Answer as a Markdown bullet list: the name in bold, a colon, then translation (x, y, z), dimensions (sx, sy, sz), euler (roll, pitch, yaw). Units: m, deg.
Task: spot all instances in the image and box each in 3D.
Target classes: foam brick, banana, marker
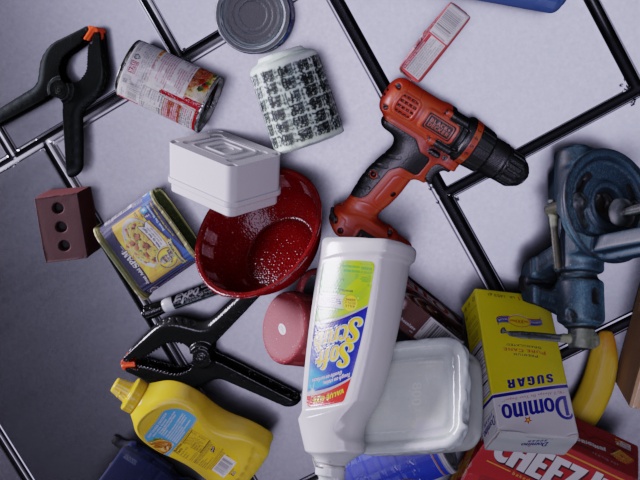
- **foam brick**: translation (-0.291, -0.020, 1.231), dimensions (0.053, 0.051, 0.078), euler (-7, 100, 7)
- **banana**: translation (0.283, 0.193, 1.213), dimensions (0.069, 0.037, 0.198), euler (39, 103, -4)
- **marker**: translation (-0.154, 0.067, 1.249), dimensions (0.121, 0.020, 0.020), euler (-20, 99, 11)

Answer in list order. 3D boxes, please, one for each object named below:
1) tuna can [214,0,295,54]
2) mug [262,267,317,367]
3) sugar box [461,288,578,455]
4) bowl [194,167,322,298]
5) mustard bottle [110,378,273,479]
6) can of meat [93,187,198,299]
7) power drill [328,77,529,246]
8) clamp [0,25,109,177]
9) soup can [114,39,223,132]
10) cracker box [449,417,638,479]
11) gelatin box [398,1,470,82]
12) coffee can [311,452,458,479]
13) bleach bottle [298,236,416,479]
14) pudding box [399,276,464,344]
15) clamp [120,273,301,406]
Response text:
- **tuna can**: translation (-0.072, -0.247, 1.167), dimensions (0.086, 0.033, 0.086), euler (1, 102, 6)
- **mug**: translation (-0.008, 0.088, 1.186), dimensions (0.081, 0.093, 0.117), euler (10, 91, -38)
- **sugar box**: translation (0.211, 0.138, 1.137), dimensions (0.093, 0.176, 0.048), euler (6, 140, -14)
- **bowl**: translation (-0.058, 0.001, 1.181), dimensions (0.162, 0.162, 0.055), euler (-32, 140, 12)
- **mustard bottle**: translation (-0.157, 0.216, 1.243), dimensions (0.191, 0.058, 0.096), euler (32, 126, -9)
- **can of meat**: translation (-0.194, 0.002, 1.222), dimensions (0.084, 0.057, 0.102), euler (-34, 96, 10)
- **power drill**: translation (0.111, -0.060, 1.170), dimensions (0.184, 0.057, 0.188), euler (31, 103, -9)
- **clamp**: translation (-0.301, -0.169, 1.209), dimensions (0.120, 0.039, 0.171), euler (22, 97, -3)
- **soup can**: translation (-0.167, -0.170, 1.177), dimensions (0.102, 0.068, 0.068), euler (25, 103, 1)
- **cracker box**: translation (0.231, 0.291, 1.197), dimensions (0.164, 0.072, 0.214), euler (24, 120, 2)
- **gelatin box**: translation (0.121, -0.210, 1.132), dimensions (0.030, 0.073, 0.089), euler (39, 104, -1)
- **coffee can**: translation (0.072, 0.239, 1.214), dimensions (0.140, 0.102, 0.103), euler (-24, 98, 11)
- **bleach bottle**: translation (0.032, 0.125, 1.097), dimensions (0.103, 0.068, 0.251), euler (2, 80, 37)
- **pudding box**: translation (0.106, 0.078, 1.184), dimensions (0.113, 0.090, 0.039), euler (41, 104, -3)
- **clamp**: translation (-0.132, 0.119, 1.245), dimensions (0.210, 0.036, 0.164), euler (-2, 107, 10)
